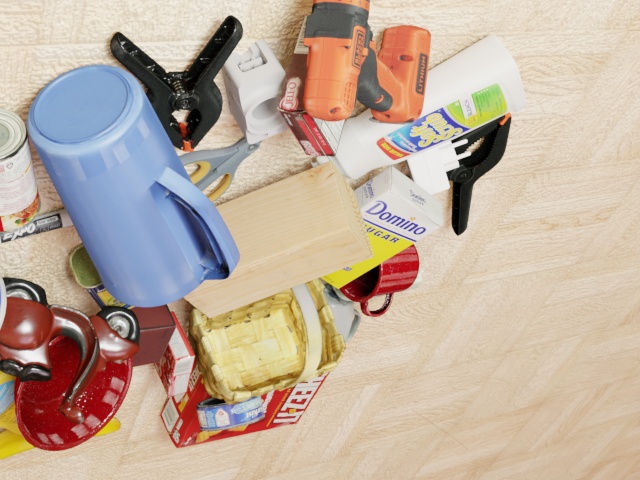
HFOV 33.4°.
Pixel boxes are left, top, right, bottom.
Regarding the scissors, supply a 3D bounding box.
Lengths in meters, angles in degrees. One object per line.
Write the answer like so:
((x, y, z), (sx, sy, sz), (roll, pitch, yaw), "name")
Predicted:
((-0.093, -0.103, 1.141), (0.202, 0.016, 0.096), (-44, 146, 22), "scissors")

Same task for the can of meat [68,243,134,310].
((-0.217, 0.032, 1.192), (0.102, 0.057, 0.084), (-26, 151, -5), "can of meat")

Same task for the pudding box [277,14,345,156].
((0.000, -0.153, 1.062), (0.039, 0.113, 0.090), (8, 158, 22), "pudding box")

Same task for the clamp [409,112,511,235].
((0.164, -0.090, 1.353), (0.164, 0.036, 0.210), (4, 133, -33), "clamp")

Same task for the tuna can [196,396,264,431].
((-0.117, 0.220, 1.386), (0.086, 0.034, 0.086), (-11, -179, 0), "tuna can")

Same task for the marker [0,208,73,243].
((-0.310, -0.010, 1.090), (0.121, 0.020, 0.020), (-17, 146, -20), "marker")

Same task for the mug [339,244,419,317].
((0.076, 0.043, 1.404), (0.081, 0.093, 0.117), (-6, 98, -42), "mug")

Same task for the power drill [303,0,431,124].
((0.047, -0.195, 1.034), (0.187, 0.057, 0.184), (11, 89, -61), "power drill")

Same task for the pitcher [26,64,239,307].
((-0.179, -0.048, 1.027), (0.149, 0.145, 0.243), (-19, 144, -2), "pitcher")

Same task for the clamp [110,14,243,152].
((-0.143, -0.146, 1.018), (0.120, 0.039, 0.172), (-1, 143, -14), "clamp")

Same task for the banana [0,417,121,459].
((-0.356, 0.256, 1.420), (0.197, 0.037, 0.070), (-10, 161, -27), "banana")

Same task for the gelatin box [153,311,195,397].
((-0.191, 0.146, 1.360), (0.030, 0.073, 0.089), (-14, 146, -25), "gelatin box")

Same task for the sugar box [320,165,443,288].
((0.053, -0.012, 1.296), (0.093, 0.048, 0.177), (33, 133, -31), "sugar box")

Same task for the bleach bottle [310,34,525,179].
((0.107, -0.135, 1.220), (0.251, 0.068, 0.102), (-29, 149, 3), "bleach bottle")

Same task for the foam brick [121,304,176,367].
((-0.218, 0.111, 1.309), (0.052, 0.051, 0.078), (-5, 141, -36), "foam brick")

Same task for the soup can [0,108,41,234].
((-0.297, -0.063, 0.979), (0.068, 0.068, 0.102), (-18, 146, -19), "soup can")

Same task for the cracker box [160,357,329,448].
((-0.102, 0.212, 1.528), (0.213, 0.072, 0.164), (-5, 140, -36), "cracker box")

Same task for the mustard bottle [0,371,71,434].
((-0.382, 0.180, 1.265), (0.096, 0.058, 0.191), (-43, 147, 13), "mustard bottle")

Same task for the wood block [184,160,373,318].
((-0.058, 0.002, 1.203), (0.206, 0.091, 0.090), (-21, 151, 12), "wood block")

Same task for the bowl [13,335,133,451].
((-0.300, 0.162, 1.250), (0.161, 0.055, 0.162), (-27, 130, -39), "bowl")
